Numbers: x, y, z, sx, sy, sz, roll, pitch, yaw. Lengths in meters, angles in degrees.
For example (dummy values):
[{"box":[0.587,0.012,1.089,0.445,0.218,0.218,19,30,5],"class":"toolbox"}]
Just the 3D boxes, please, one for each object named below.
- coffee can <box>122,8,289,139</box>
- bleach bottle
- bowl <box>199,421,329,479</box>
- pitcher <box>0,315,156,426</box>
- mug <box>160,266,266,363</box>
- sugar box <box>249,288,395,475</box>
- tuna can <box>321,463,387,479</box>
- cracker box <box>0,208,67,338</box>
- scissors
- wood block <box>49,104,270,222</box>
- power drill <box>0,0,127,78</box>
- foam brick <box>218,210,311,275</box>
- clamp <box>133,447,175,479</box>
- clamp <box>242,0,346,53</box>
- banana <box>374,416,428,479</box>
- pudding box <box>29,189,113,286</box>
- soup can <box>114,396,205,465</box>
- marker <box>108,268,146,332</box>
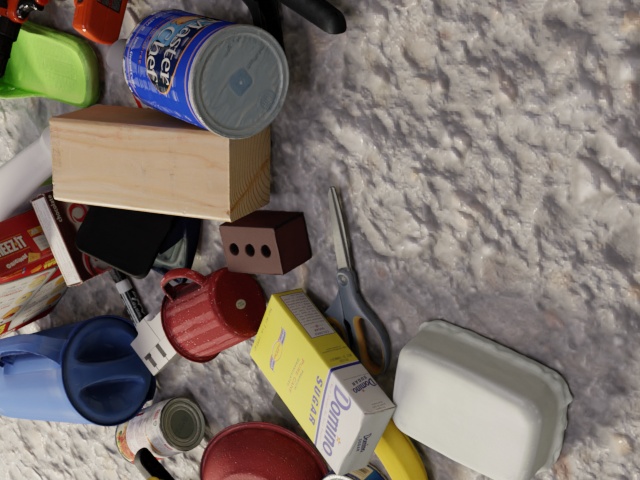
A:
[{"box":[-0.110,-0.159,1.004,0.141,0.102,0.103,26,127,50],"class":"coffee can"},{"box":[-0.320,-0.090,1.251,0.251,0.102,0.068,-30,93,37],"class":"bleach bottle"},{"box":[-0.070,0.289,1.211,0.162,0.055,0.162,5,111,14],"class":"bowl"},{"box":[-0.338,0.165,1.351,0.243,0.144,0.149,-11,105,45],"class":"pitcher"},{"box":[-0.121,0.070,1.154,0.082,0.093,0.117,-26,119,39],"class":"mug"},{"box":[-0.002,0.141,1.086,0.176,0.048,0.093,51,135,36],"class":"sugar box"},{"box":[0.039,0.285,1.172,0.086,0.033,0.086,18,121,32],"class":"tuna can"},{"box":[-0.380,0.046,1.308,0.072,0.163,0.214,52,133,9],"class":"cracker box"},{"box":[0.014,0.047,1.089,0.096,0.016,0.202,-13,102,42],"class":"scissors"},{"box":[-0.162,-0.081,1.084,0.206,0.090,0.090,7,107,22],"class":"wood block"},{"box":[-0.291,-0.249,1.123,0.188,0.057,0.184,10,88,31],"class":"power drill"},{"box":[-0.057,0.001,1.100,0.078,0.051,0.053,2,112,39],"class":"foam brick"},{"box":[-0.148,0.340,1.330,0.164,0.036,0.210,11,134,6],"class":"clamp"},{"box":[-0.054,-0.230,0.996,0.171,0.039,0.120,56,136,8],"class":"clamp"},{"box":[0.060,0.210,1.116,0.070,0.037,0.198,-35,87,44],"class":"banana"},{"box":[-0.274,-0.014,1.243,0.039,0.089,0.113,-18,98,43],"class":"pudding box"},{"box":[-0.198,0.236,1.318,0.102,0.068,0.068,-25,94,43],"class":"soup can"},{"box":[-0.229,0.078,1.299,0.020,0.020,0.121,-20,98,43],"class":"marker"}]
